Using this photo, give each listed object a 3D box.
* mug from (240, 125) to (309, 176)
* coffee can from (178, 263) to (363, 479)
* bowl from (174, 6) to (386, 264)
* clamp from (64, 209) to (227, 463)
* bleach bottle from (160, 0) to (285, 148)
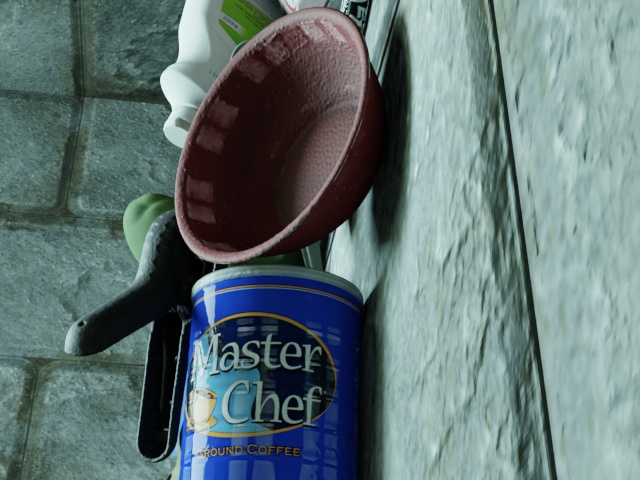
[{"bbox_3d":[-0.032,-0.046,0.735,0.093,0.117,0.081,52,-169,-30],"label":"mug"},{"bbox_3d":[-0.027,0.097,0.608,0.103,0.102,0.140,110,164,-65],"label":"coffee can"},{"bbox_3d":[-0.014,-0.053,0.625,0.162,0.055,0.162,-28,49,37],"label":"bowl"},{"bbox_3d":[-0.092,0.048,0.660,0.171,0.039,0.120,-60,-30,-44],"label":"clamp"},{"bbox_3d":[-0.067,-0.184,0.848,0.068,0.102,0.250,-23,39,55],"label":"bleach bottle"}]
